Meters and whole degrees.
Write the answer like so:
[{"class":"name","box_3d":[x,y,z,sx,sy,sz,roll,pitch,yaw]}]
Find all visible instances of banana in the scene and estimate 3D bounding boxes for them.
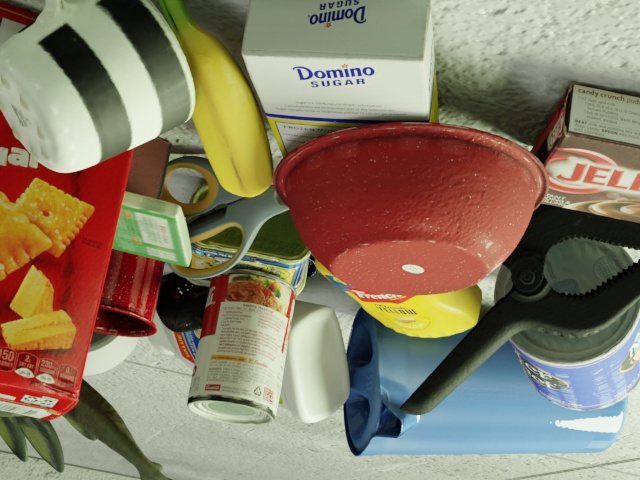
[{"class":"banana","box_3d":[-0.050,-0.066,0.621,0.037,0.069,0.198,-14,155,0]}]

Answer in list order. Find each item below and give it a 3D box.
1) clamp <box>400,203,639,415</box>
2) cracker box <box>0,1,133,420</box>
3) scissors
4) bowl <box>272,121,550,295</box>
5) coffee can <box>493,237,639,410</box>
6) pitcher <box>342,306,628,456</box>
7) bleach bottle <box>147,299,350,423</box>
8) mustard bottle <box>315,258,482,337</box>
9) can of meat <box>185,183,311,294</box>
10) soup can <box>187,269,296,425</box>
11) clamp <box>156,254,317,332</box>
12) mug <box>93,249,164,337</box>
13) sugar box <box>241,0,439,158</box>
[{"class":"clamp","box_3d":[0.136,0.034,0.723,0.210,0.164,0.036,-4,-177,10]},{"class":"cracker box","box_3d":[-0.194,-0.026,0.580,0.164,0.213,0.072,18,157,-22]},{"class":"scissors","box_3d":[-0.039,-0.044,0.728,0.202,0.096,0.016,-34,-179,26]},{"class":"bowl","box_3d":[0.051,-0.008,0.619,0.162,0.055,0.162,2,158,1]},{"class":"coffee can","box_3d":[0.193,0.063,0.806,0.103,0.103,0.140,2,159,20]},{"class":"pitcher","box_3d":[0.144,0.129,0.976,0.242,0.149,0.145,5,153,-11]},{"class":"bleach bottle","box_3d":[-0.087,0.094,0.994,0.251,0.102,0.067,6,-158,45]},{"class":"mustard bottle","box_3d":[0.050,0.020,0.819,0.096,0.058,0.191,4,160,30]},{"class":"can of meat","box_3d":[-0.055,0.001,0.819,0.102,0.057,0.084,11,158,-3]},{"class":"soup can","box_3d":[-0.059,0.081,0.802,0.068,0.102,0.068,8,157,3]},{"class":"clamp","box_3d":[-0.082,0.044,0.926,0.172,0.120,0.039,16,137,50]},{"class":"mug","box_3d":[-0.189,0.030,0.920,0.117,0.081,0.093,3,159,17]},{"class":"sugar box","box_3d":[0.019,-0.074,0.599,0.093,0.048,0.176,4,157,9]}]
